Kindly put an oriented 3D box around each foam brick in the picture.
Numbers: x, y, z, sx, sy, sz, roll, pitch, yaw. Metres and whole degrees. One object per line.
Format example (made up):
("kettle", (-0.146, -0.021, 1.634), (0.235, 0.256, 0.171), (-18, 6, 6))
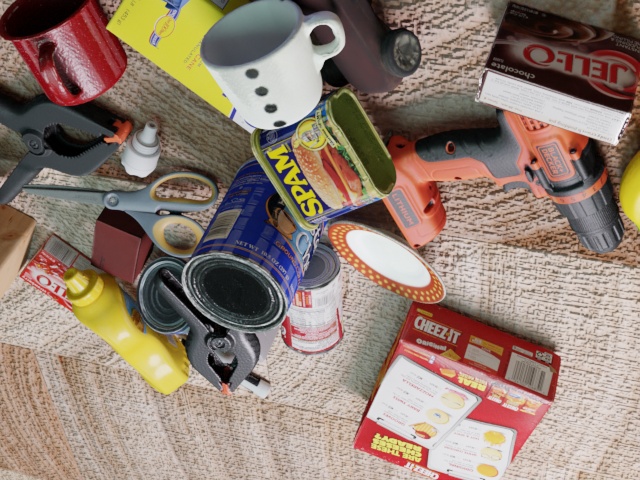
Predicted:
("foam brick", (-0.207, -0.004, 1.132), (0.053, 0.051, 0.078), (24, 138, 2))

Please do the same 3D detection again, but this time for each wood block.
("wood block", (-0.404, 0.052, 1.162), (0.090, 0.206, 0.091), (26, 138, -3))

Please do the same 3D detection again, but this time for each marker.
("marker", (-0.114, 0.150, 1.269), (0.121, 0.020, 0.020), (31, 137, -8))

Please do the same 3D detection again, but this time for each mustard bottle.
("mustard bottle", (-0.220, 0.089, 1.178), (0.058, 0.096, 0.191), (-35, 134, 1))

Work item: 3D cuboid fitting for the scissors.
("scissors", (-0.198, -0.023, 1.077), (0.202, 0.016, 0.096), (-8, 97, 8))

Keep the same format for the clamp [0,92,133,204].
("clamp", (-0.287, -0.113, 1.070), (0.210, 0.036, 0.164), (-5, 127, 28))

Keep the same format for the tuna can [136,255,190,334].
("tuna can", (-0.156, 0.058, 1.148), (0.086, 0.033, 0.086), (-1, 88, 30))

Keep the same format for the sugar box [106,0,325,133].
("sugar box", (-0.087, -0.166, 0.918), (0.176, 0.048, 0.093), (37, 136, -12))

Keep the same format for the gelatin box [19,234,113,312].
("gelatin box", (-0.293, 0.043, 1.234), (0.089, 0.030, 0.073), (37, 136, -13))

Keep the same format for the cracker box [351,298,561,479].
("cracker box", (0.140, 0.172, 1.138), (0.164, 0.072, 0.214), (22, 139, 4))

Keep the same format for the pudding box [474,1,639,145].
("pudding box", (0.182, -0.127, 0.803), (0.113, 0.090, 0.039), (17, 138, 8))

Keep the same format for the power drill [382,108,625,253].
("power drill", (0.152, -0.049, 0.922), (0.188, 0.057, 0.184), (-14, 123, 31))

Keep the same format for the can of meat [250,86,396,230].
("can of meat", (0.005, -0.069, 0.898), (0.084, 0.057, 0.102), (-21, 110, 33))

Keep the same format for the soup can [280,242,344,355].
("soup can", (-0.010, 0.060, 1.095), (0.068, 0.068, 0.102), (11, 136, 14))

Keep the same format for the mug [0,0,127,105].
("mug", (-0.222, -0.166, 0.933), (0.093, 0.117, 0.081), (-17, 132, 9))

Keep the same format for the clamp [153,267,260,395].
("clamp", (-0.113, 0.090, 1.101), (0.120, 0.039, 0.171), (11, 127, 3))

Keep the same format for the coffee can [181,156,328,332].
("coffee can", (-0.057, 0.001, 1.003), (0.103, 0.140, 0.103), (13, 136, 12))
